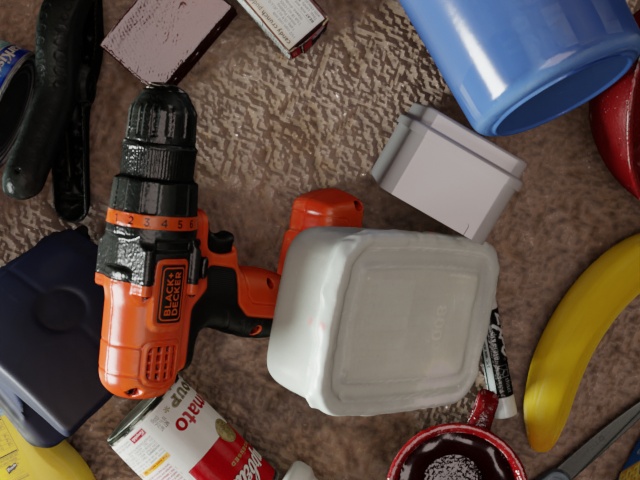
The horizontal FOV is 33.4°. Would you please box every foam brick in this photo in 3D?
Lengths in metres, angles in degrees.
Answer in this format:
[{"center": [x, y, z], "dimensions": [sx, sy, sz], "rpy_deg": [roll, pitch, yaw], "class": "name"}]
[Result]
[{"center": [-0.100, -0.140, 0.709], "dimensions": [0.051, 0.053, 0.078], "rpy_deg": [41, 94, -6], "class": "foam brick"}]

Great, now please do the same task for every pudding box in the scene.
[{"center": [-0.042, -0.171, 0.688], "dimensions": [0.039, 0.090, 0.113], "rpy_deg": [-42, 96, 3], "class": "pudding box"}]

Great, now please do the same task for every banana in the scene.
[{"center": [0.198, 0.059, 0.749], "dimensions": [0.069, 0.037, 0.198], "rpy_deg": [41, 94, -5], "class": "banana"}]

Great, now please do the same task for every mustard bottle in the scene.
[{"center": [-0.234, 0.121, 0.732], "dimensions": [0.096, 0.058, 0.191], "rpy_deg": [-25, 97, 6], "class": "mustard bottle"}]

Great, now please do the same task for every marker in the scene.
[{"center": [0.120, 0.066, 0.757], "dimensions": [0.020, 0.020, 0.121], "rpy_deg": [-11, 97, -1], "class": "marker"}]

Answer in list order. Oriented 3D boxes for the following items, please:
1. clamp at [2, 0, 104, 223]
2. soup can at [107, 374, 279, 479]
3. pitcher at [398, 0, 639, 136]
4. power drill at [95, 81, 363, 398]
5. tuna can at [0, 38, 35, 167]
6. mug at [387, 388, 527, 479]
[{"center": [-0.166, -0.093, 0.702], "dimensions": [0.039, 0.120, 0.171], "rpy_deg": [10, 75, -1], "class": "clamp"}, {"center": [-0.088, 0.150, 0.736], "dimensions": [0.068, 0.068, 0.102], "rpy_deg": [-44, 96, 3], "class": "soup can"}, {"center": [0.099, -0.194, 0.633], "dimensions": [0.144, 0.149, 0.243], "rpy_deg": [-18, 77, -32], "class": "pitcher"}, {"center": [-0.054, 0.001, 0.671], "dimensions": [0.187, 0.057, 0.184], "rpy_deg": [1, 100, -46], "class": "power drill"}, {"center": [-0.215, -0.089, 0.695], "dimensions": [0.033, 0.086, 0.086], "rpy_deg": [23, 95, -2], "class": "tuna can"}, {"center": [0.096, 0.158, 0.730], "dimensions": [0.093, 0.081, 0.117], "rpy_deg": [17, 86, 7], "class": "mug"}]
